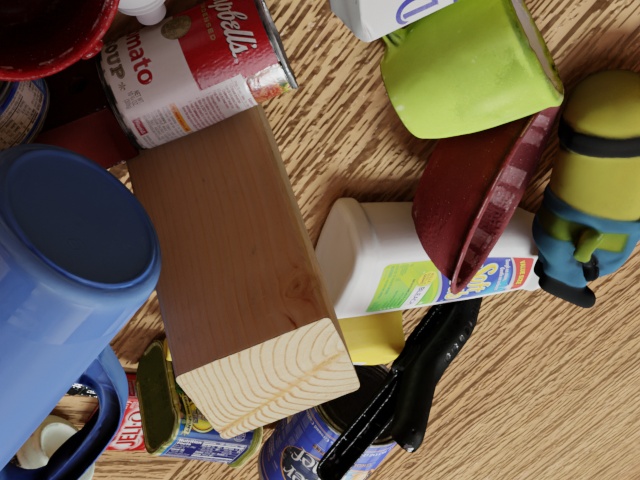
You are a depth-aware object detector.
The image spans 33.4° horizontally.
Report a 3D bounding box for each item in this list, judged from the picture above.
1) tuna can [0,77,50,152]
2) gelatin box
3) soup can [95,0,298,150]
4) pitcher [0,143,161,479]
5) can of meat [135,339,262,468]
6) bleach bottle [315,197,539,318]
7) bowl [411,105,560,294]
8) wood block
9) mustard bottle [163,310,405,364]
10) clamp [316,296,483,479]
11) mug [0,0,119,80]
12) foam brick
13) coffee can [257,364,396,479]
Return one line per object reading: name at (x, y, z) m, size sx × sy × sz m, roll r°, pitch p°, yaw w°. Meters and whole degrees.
tuna can at (-0.197, -0.075, 0.596) m, size 0.086 × 0.086 × 0.033 m, roll -25°, pitch 142°, yaw 8°
gelatin box at (-0.162, 0.157, 0.960) m, size 0.073 × 0.030 × 0.089 m, roll 9°, pitch 136°, yaw -32°
soup can at (-0.072, -0.102, 0.631) m, size 0.102 × 0.068 × 0.068 m, roll -22°, pitch 144°, yaw 5°
pitcher at (-0.190, 0.064, 0.614) m, size 0.243 × 0.145 × 0.149 m, roll -43°, pitch 159°, yaw 31°
can of meat at (-0.105, 0.136, 0.900) m, size 0.083 × 0.102 × 0.058 m, roll 15°, pitch 133°, yaw -35°
bleach bottle at (0.124, 0.006, 0.867) m, size 0.250 × 0.068 × 0.103 m, roll -5°, pitch 144°, yaw -22°
bowl at (0.110, -0.044, 0.759) m, size 0.162 × 0.055 × 0.162 m, roll -55°, pitch 163°, yaw -26°
wood block at (-0.054, 0.001, 0.656) m, size 0.091 × 0.206 × 0.090 m, roll -21°, pitch 144°, yaw 2°
mustard bottle at (-0.034, 0.082, 0.884) m, size 0.191 × 0.058 × 0.096 m, roll -4°, pitch 176°, yaw -19°
clamp at (0.075, 0.115, 0.901) m, size 0.036 × 0.209 × 0.165 m, roll 39°, pitch 142°, yaw -6°
mug at (-0.150, -0.134, 0.529) m, size 0.093 × 0.082 × 0.117 m, roll -44°, pitch 144°, yaw 4°
foam brick at (-0.157, -0.071, 0.646) m, size 0.078 × 0.053 × 0.051 m, roll -22°, pitch 144°, yaw 3°
coffee can at (0.011, 0.188, 1.016) m, size 0.102 × 0.103 × 0.140 m, roll 3°, pitch 138°, yaw -28°
